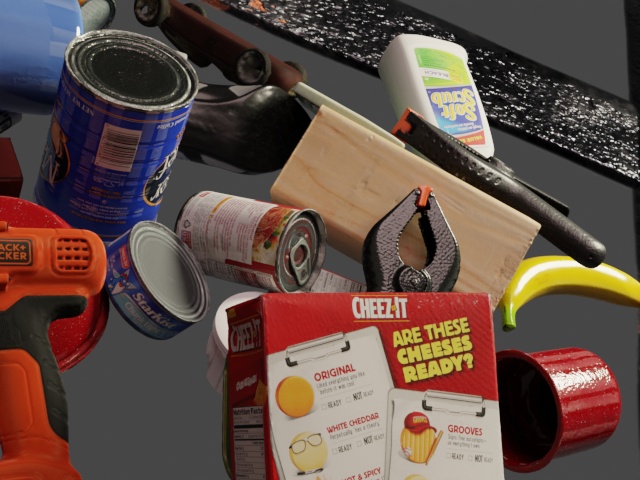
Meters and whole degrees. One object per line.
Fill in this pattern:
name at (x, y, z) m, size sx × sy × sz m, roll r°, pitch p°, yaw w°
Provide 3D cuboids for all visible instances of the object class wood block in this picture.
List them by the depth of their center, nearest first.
wood block at (0.069, -0.018, 0.910) m, size 0.206 × 0.091 × 0.090 m, roll 30°, pitch 81°, yaw 6°

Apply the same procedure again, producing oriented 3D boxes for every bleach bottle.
bleach bottle at (0.137, -0.111, 1.108) m, size 0.102 × 0.068 × 0.251 m, roll 8°, pitch 43°, yaw -25°

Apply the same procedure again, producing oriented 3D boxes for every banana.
banana at (0.225, 0.045, 0.994) m, size 0.197 × 0.037 × 0.070 m, roll -7°, pitch 65°, yaw -33°

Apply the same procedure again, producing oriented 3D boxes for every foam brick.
foam brick at (-0.273, -0.044, 0.812) m, size 0.078 × 0.053 × 0.051 m, roll -2°, pitch 45°, yaw -32°

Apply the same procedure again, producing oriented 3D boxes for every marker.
marker at (-0.288, -0.081, 0.875) m, size 0.020 × 0.020 × 0.121 m, roll 29°, pitch 38°, yaw 6°

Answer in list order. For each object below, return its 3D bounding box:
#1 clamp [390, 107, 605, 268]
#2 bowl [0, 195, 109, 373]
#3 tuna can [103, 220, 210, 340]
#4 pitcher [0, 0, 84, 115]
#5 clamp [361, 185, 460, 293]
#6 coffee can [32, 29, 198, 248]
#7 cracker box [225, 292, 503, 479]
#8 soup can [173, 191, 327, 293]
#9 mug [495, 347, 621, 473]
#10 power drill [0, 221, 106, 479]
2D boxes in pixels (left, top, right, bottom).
clamp at (0.159, -0.049, 0.953) m, size 0.210 × 0.036 × 0.164 m, roll 31°, pitch 12°, yaw -13°
bowl at (-0.221, 0.020, 0.737) m, size 0.162 × 0.055 × 0.162 m, roll 14°, pitch 43°, yaw -14°
tuna can at (-0.122, 0.030, 0.791) m, size 0.086 × 0.034 × 0.086 m, roll 46°, pitch 24°, yaw -28°
pitcher at (-0.311, -0.162, 0.826) m, size 0.242 × 0.145 × 0.149 m, roll 6°, pitch 74°, yaw -35°
clamp at (0.057, 0.040, 0.825) m, size 0.120 × 0.039 × 0.171 m, roll 6°, pitch 71°, yaw -18°
coffee can at (-0.163, -0.079, 0.840) m, size 0.102 × 0.140 × 0.103 m, roll 15°, pitch 39°, yaw -12°
cracker box at (0.029, 0.142, 0.659) m, size 0.164 × 0.072 × 0.214 m, roll 1°, pitch 79°, yaw -27°
soup can at (-0.055, 0.001, 0.835) m, size 0.102 × 0.068 × 0.068 m, roll 11°, pitch 29°, yaw 31°
mug at (0.170, 0.125, 0.835) m, size 0.081 × 0.093 × 0.117 m, roll -3°, pitch 9°, yaw -38°
power drill at (-0.215, 0.077, 0.636) m, size 0.184 × 0.057 × 0.187 m, roll 0°, pitch 72°, yaw -23°
